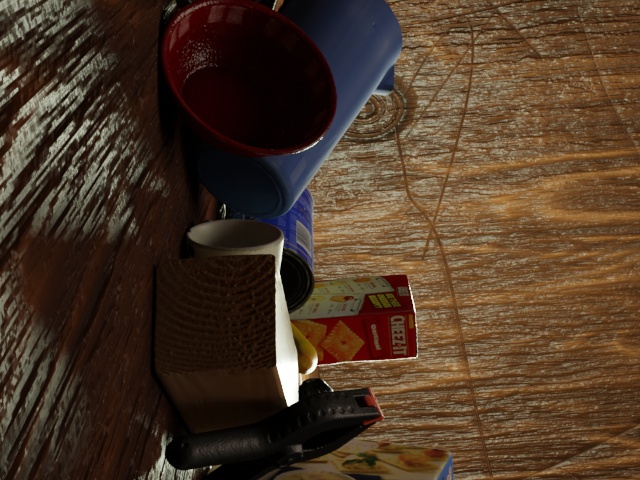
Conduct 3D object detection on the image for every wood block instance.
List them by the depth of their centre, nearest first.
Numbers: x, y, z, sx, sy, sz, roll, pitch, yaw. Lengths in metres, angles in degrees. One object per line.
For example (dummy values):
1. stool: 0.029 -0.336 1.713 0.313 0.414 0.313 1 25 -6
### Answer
1. wood block: -0.069 0.096 0.854 0.206 0.090 0.091 83 4 -64

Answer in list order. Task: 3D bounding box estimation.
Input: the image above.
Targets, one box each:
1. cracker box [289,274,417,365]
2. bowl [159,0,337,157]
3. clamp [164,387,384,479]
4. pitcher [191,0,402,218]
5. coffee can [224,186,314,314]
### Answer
1. cracker box: 0.012 0.105 1.374 0.164 0.213 0.072 -86 171 -75
2. bowl: -0.069 -0.129 0.918 0.055 0.161 0.162 -47 -141 51
3. clamp: -0.037 0.152 0.815 0.039 0.171 0.120 63 -1 24
4. pitcher: -0.032 -0.147 1.044 0.145 0.149 0.242 87 28 -53
5. coffee can: -0.058 0.001 1.179 0.140 0.103 0.103 -91 176 -52
